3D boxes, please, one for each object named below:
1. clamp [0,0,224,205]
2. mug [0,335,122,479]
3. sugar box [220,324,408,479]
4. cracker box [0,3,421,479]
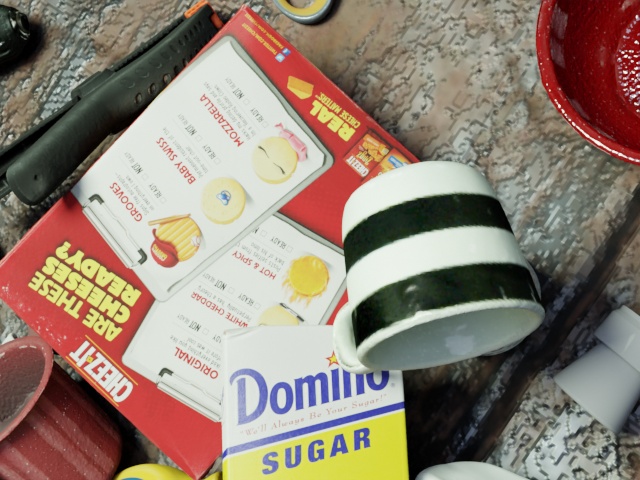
[{"bbox_3d":[-0.143,-0.081,0.669,0.165,0.036,0.209,-9,32,52],"label":"clamp"},{"bbox_3d":[-0.174,0.126,0.632,0.093,0.081,0.117,-22,35,21],"label":"mug"},{"bbox_3d":[-0.003,0.131,0.531,0.093,0.048,0.176,-1,78,-7],"label":"sugar box"},{"bbox_3d":[-0.054,0.001,0.614,0.164,0.072,0.213,42,88,4],"label":"cracker box"}]
